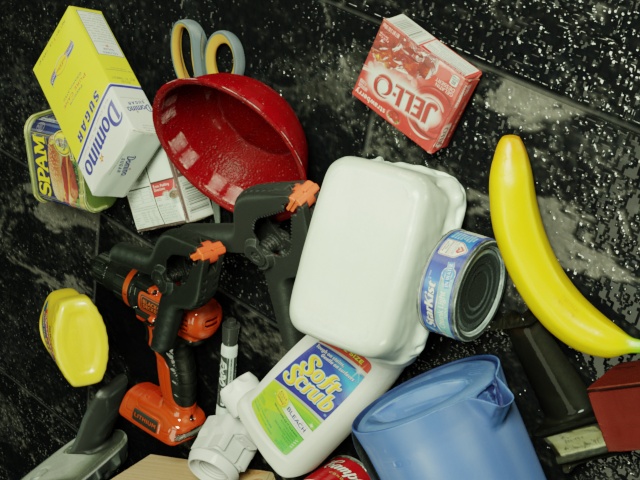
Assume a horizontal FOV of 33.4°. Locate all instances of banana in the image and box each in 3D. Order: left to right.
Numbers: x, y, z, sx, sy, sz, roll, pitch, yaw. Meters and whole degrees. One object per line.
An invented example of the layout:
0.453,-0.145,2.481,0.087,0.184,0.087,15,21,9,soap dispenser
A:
0.176,0.016,0.813,0.070,0.037,0.198,-36,84,18,banana

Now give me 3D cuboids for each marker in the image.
-0.097,0.134,1.116,0.020,0.020,0.121,26,123,32,marker

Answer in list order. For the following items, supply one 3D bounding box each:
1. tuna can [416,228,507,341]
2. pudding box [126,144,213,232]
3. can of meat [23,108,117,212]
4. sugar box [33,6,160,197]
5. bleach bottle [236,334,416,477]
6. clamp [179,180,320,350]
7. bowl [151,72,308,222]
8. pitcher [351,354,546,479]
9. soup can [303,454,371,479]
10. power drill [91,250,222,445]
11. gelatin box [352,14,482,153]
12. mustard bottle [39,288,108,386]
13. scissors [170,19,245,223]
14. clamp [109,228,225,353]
0.113,0.036,0.840,0.034,0.085,0.086,18,119,34,tuna can
-0.163,-0.069,1.078,0.090,0.039,0.113,-8,99,46,pudding box
-0.266,-0.085,1.152,0.084,0.057,0.102,14,117,34,can of meat
-0.223,-0.138,1.060,0.093,0.048,0.176,-50,55,33,sugar box
0.017,0.112,0.976,0.103,0.067,0.251,55,131,23,bleach bottle
-0.056,0.001,0.968,0.164,0.036,0.210,38,145,9,clamp
-0.068,-0.093,0.947,0.162,0.055,0.162,25,146,18,bowl
0.127,0.228,0.886,0.145,0.149,0.243,-25,94,4,pitcher
0.000,0.259,1.024,0.069,0.102,0.068,18,119,36,soup can
-0.183,0.115,1.160,0.185,0.057,0.188,24,123,37,power drill
0.075,-0.124,0.845,0.089,0.030,0.073,42,131,22,gelatin box
-0.285,0.104,1.214,0.192,0.058,0.096,-173,72,-70,mustard bottle
-0.094,-0.113,1.012,0.096,0.016,0.202,-5,104,43,scissors
-0.149,0.028,1.032,0.120,0.039,0.172,54,137,7,clamp
